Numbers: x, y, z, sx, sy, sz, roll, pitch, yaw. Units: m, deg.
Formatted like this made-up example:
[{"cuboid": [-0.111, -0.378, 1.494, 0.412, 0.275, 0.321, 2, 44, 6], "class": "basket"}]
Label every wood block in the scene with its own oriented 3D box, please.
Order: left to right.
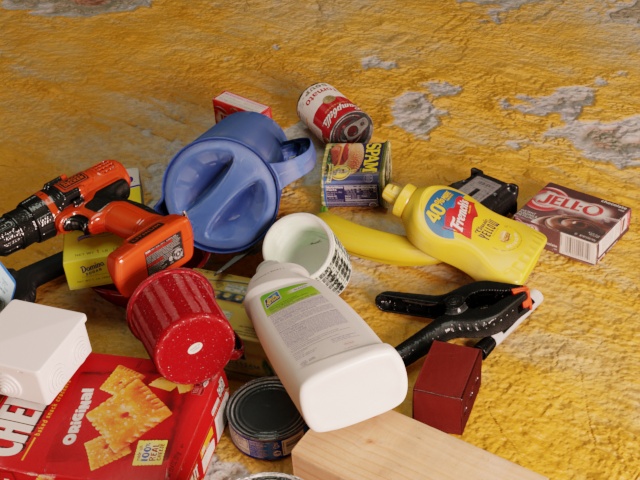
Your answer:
[{"cuboid": [0.085, 0.225, 0.938, 0.206, 0.091, 0.090, 20, 44, 28], "class": "wood block"}]

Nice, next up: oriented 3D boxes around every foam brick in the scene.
[{"cuboid": [0.127, 0.147, 1.067, 0.051, 0.053, 0.078, 11, 41, 19], "class": "foam brick"}]

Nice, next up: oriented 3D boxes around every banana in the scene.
[{"cuboid": [0.064, -0.004, 1.281, 0.198, 0.037, 0.069, 20, 44, 29], "class": "banana"}]

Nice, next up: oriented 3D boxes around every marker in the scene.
[{"cuboid": [0.202, 0.092, 1.157, 0.020, 0.020, 0.120, 25, 46, 33], "class": "marker"}]

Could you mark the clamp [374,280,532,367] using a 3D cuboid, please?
[{"cuboid": [0.139, 0.076, 1.158, 0.171, 0.039, 0.120, -16, 39, -5], "class": "clamp"}]

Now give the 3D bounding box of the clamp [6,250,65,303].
[{"cuboid": [-0.376, 0.049, 1.250, 0.165, 0.036, 0.209, 5, 31, 16], "class": "clamp"}]

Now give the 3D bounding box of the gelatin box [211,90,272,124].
[{"cuboid": [-0.106, -0.159, 1.470, 0.089, 0.073, 0.030, 23, 45, 31], "class": "gelatin box"}]

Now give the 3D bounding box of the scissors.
[{"cuboid": [-0.058, 0.002, 1.236, 0.096, 0.016, 0.201, -14, 12, 10], "class": "scissors"}]

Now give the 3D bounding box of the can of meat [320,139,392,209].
[{"cuboid": [0.046, -0.085, 1.374, 0.084, 0.057, 0.102, -1, 37, 10], "class": "can of meat"}]

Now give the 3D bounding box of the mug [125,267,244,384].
[{"cuboid": [-0.124, 0.090, 1.041, 0.117, 0.093, 0.082, 25, 15, -36], "class": "mug"}]

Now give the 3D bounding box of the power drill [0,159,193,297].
[{"cuboid": [-0.242, -0.010, 1.136, 0.188, 0.057, 0.184, 29, 50, 35], "class": "power drill"}]

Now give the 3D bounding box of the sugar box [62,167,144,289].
[{"cuboid": [-0.249, -0.018, 1.234, 0.093, 0.048, 0.176, -10, 39, -7], "class": "sugar box"}]

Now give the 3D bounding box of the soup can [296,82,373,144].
[{"cuboid": [0.019, -0.169, 1.475, 0.068, 0.068, 0.102, -21, 40, -20], "class": "soup can"}]

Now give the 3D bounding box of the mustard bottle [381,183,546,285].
[{"cuboid": [0.157, -0.013, 1.225, 0.192, 0.058, 0.096, 29, 51, 14], "class": "mustard bottle"}]

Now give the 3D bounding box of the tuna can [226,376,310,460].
[{"cuboid": [-0.049, 0.177, 1.062, 0.086, 0.034, 0.086, -3, 38, 2], "class": "tuna can"}]

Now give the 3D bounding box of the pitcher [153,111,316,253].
[{"cuboid": [-0.092, -0.085, 1.284, 0.149, 0.145, 0.242, 24, 18, -3], "class": "pitcher"}]

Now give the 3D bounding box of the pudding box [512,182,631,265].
[{"cuboid": [0.300, -0.021, 1.277, 0.114, 0.039, 0.089, 24, 45, 32], "class": "pudding box"}]

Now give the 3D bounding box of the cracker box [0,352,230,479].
[{"cuboid": [-0.212, 0.186, 1.035, 0.214, 0.072, 0.164, 5, 38, 13], "class": "cracker box"}]

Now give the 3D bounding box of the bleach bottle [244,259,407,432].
[{"cuboid": [-0.009, 0.081, 1.028, 0.102, 0.068, 0.251, -19, 29, -10], "class": "bleach bottle"}]
